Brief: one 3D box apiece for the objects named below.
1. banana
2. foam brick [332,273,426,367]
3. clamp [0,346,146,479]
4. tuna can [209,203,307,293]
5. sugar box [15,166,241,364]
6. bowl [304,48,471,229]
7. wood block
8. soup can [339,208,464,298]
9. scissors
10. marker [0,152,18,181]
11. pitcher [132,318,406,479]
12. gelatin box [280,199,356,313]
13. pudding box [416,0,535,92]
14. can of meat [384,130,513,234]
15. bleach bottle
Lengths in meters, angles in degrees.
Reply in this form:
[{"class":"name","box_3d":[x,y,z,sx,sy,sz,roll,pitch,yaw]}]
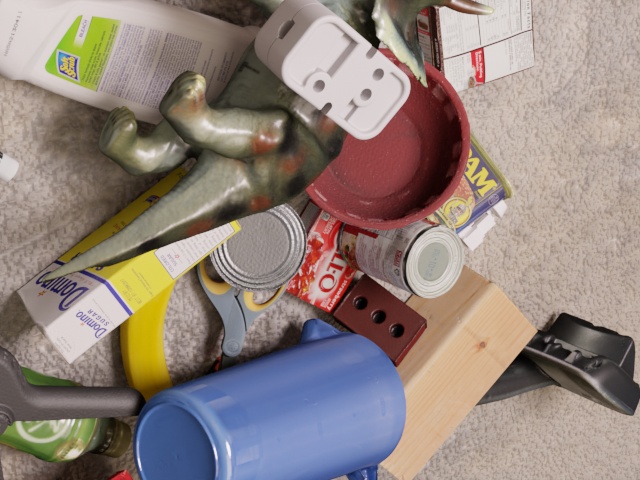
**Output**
[{"class":"banana","box_3d":[-0.143,0.090,0.945,0.069,0.037,0.198,4,109,-12]},{"class":"foam brick","box_3d":[0.058,0.077,1.031,0.053,0.078,0.051,-52,166,-6]},{"class":"clamp","box_3d":[-0.243,0.128,0.819,0.164,0.036,0.210,-39,129,-6]},{"class":"tuna can","box_3d":[-0.056,0.001,0.935,0.086,0.034,0.086,-1,97,-8]},{"class":"sugar box","box_3d":[-0.160,0.016,0.877,0.176,0.093,0.048,-37,121,-13]},{"class":"bowl","box_3d":[0.050,-0.087,0.953,0.162,0.055,0.162,0,84,-3]},{"class":"wood block","box_3d":[0.108,0.131,1.084,0.206,0.090,0.090,-49,125,-4]},{"class":"soup can","box_3d":[0.073,0.008,0.967,0.068,0.102,0.068,-10,108,-31]},{"class":"scissors","box_3d":[-0.094,0.080,0.970,0.096,0.016,0.202,28,94,-13]},{"class":"marker","box_3d":[-0.284,-0.082,0.808,0.121,0.020,0.020,35,90,-36]},{"class":"pitcher","box_3d":[-0.038,0.170,0.923,0.242,0.149,0.145,-7,124,-53]},{"class":"gelatin box","box_3d":[0.002,0.015,1.009,0.073,0.030,0.089,29,94,-36]},{"class":"pudding box","box_3d":[0.147,-0.194,1.002,0.113,0.039,0.090,-22,119,-23]},{"class":"can of meat","box_3d":[0.117,-0.057,1.012,0.084,0.057,0.102,-37,90,-8]},{"class":"bleach bottle","box_3d":[-0.162,-0.153,0.825,0.250,0.068,0.102,15,100,-32]}]
